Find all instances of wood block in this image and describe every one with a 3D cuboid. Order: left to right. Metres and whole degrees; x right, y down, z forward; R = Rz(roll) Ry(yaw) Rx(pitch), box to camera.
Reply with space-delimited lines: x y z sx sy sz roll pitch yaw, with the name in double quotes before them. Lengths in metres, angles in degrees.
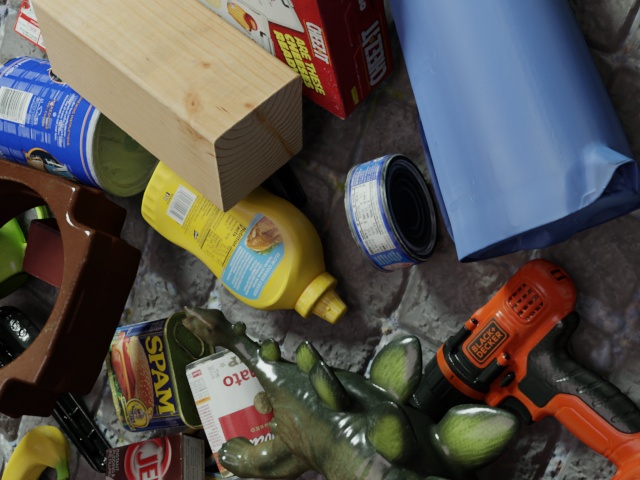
"wood block" -0.118 -0.130 0.828 0.206 0.090 0.091 38 154 22

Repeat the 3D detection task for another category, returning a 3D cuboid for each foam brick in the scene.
"foam brick" -0.230 0.014 0.998 0.078 0.052 0.051 22 106 29

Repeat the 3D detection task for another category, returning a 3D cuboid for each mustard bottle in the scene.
"mustard bottle" -0.055 0.001 0.875 0.192 0.058 0.096 40 123 12

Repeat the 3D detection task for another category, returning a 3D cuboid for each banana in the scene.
"banana" -0.281 0.222 1.036 0.198 0.037 0.069 -39 36 51

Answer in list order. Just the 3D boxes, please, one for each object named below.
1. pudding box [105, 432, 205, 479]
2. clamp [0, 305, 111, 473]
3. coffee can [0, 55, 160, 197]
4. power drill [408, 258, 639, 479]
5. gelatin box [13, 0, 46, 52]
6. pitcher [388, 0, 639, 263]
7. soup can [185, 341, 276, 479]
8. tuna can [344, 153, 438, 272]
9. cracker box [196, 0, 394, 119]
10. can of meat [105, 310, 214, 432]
"pudding box" -0.145 0.232 0.935 0.090 0.039 0.113 -18 64 30
"clamp" -0.270 0.129 1.031 0.210 0.036 0.164 19 126 38
"coffee can" -0.218 -0.103 0.949 0.140 0.102 0.103 16 103 30
"power drill" 0.159 0.134 0.766 0.188 0.057 0.185 48 123 18
"gelatin box" -0.240 -0.218 0.994 0.073 0.030 0.089 33 111 24
"pitcher" 0.118 -0.110 0.736 0.149 0.144 0.243 -20 80 18
"soup can" -0.067 0.144 0.901 0.069 0.068 0.102 -24 82 31
"tuna can" 0.055 -0.021 0.799 0.034 0.086 0.086 -16 86 30
"cracker box" -0.051 -0.207 0.795 0.214 0.164 0.072 34 71 27
"can of meat" -0.141 0.118 0.952 0.084 0.057 0.102 -13 87 35
